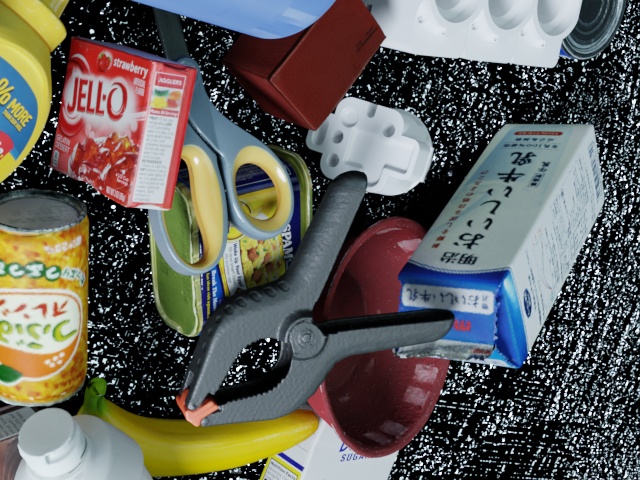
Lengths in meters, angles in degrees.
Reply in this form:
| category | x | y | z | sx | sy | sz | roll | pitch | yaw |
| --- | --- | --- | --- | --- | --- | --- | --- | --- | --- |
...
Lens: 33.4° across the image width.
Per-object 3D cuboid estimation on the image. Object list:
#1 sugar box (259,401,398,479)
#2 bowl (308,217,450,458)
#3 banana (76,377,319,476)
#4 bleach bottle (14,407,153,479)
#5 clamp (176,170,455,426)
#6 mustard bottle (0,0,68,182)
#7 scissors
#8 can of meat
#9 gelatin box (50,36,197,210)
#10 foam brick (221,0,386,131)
| category | x | y | z | sx | sy | sz | roll | pitch | yaw |
| --- | --- | --- | --- | --- | --- | --- | --- | --- | --- |
| sugar box | -0.010 | 0.206 | 0.776 | 0.093 | 0.048 | 0.176 | 22 | 88 | -45 |
| bowl | 0.028 | 0.063 | 0.727 | 0.161 | 0.055 | 0.162 | -9 | 101 | -52 |
| banana | -0.083 | 0.123 | 0.668 | 0.070 | 0.037 | 0.197 | -33 | 150 | 29 |
| bleach bottle | -0.122 | 0.187 | 0.604 | 0.251 | 0.068 | 0.102 | 80 | 27 | -45 |
| clamp | -0.003 | 0.055 | 0.627 | 0.171 | 0.039 | 0.120 | -44 | 105 | -2 |
| mustard bottle | -0.183 | -0.056 | 0.503 | 0.191 | 0.058 | 0.096 | -53 | 143 | -13 |
| scissors | -0.058 | -0.081 | 0.589 | 0.096 | 0.016 | 0.202 | 0 | 88 | -34 |
| can of meat | -0.054 | 0.001 | 0.644 | 0.083 | 0.058 | 0.102 | -16 | 117 | -34 |
| gelatin box | -0.104 | -0.062 | 0.550 | 0.030 | 0.089 | 0.073 | 3 | 105 | -41 |
| foam brick | -0.010 | -0.114 | 0.640 | 0.078 | 0.051 | 0.053 | -54 | 134 | -11 |
